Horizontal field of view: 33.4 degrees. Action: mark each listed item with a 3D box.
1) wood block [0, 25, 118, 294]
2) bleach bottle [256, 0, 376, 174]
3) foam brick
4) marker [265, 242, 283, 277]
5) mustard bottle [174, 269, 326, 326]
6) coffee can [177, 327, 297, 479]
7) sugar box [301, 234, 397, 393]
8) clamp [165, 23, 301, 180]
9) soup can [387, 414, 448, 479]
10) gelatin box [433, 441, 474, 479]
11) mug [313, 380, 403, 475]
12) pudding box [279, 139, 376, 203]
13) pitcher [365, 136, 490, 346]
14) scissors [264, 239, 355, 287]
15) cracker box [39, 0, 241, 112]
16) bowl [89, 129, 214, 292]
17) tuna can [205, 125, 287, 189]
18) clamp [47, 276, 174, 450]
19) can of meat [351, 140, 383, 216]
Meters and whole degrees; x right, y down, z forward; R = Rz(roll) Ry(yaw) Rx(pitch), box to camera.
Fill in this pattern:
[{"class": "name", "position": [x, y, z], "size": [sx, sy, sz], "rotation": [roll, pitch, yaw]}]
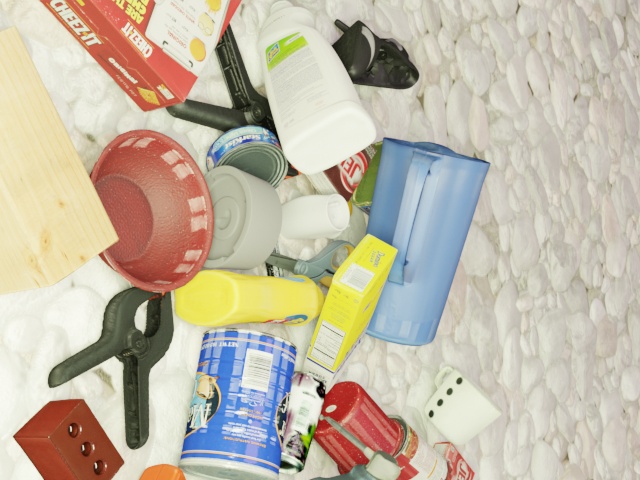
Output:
[{"class": "wood block", "position": [-0.273, -0.067, 0.923], "size": [0.090, 0.091, 0.206], "rotation": [-41, 114, -47]}, {"class": "bleach bottle", "position": [-0.015, -0.192, 1.208], "size": [0.068, 0.103, 0.251], "rotation": [45, 22, -45]}, {"class": "foam brick", "position": [-0.225, 0.188, 0.959], "size": [0.052, 0.051, 0.078], "rotation": [-50, 120, -44]}, {"class": "marker", "position": [-0.058, 0.001, 1.228], "size": [0.020, 0.020, 0.121], "rotation": [-9, 89, -51]}, {"class": "mustard bottle", "position": [-0.059, 0.064, 1.152], "size": [0.191, 0.096, 0.058], "rotation": [5, 80, -50]}, {"class": "coffee can", "position": [-0.083, 0.172, 1.095], "size": [0.102, 0.103, 0.140], "rotation": [30, 60, -44]}, {"class": "sugar box", "position": [0.030, 0.086, 1.215], "size": [0.093, 0.048, 0.176], "rotation": [-49, 161, -43]}, {"class": "clamp", "position": [-0.086, -0.151, 1.212], "size": [0.209, 0.036, 0.164], "rotation": [43, 47, -39]}, {"class": "soup can", "position": [0.107, 0.271, 1.334], "size": [0.102, 0.069, 0.068], "rotation": [45, 50, -36]}, {"class": "gelatin box", "position": [0.169, 0.326, 1.428], "size": [0.073, 0.030, 0.089], "rotation": [53, 46, -30]}, {"class": "mug", "position": [0.035, 0.212, 1.254], "size": [0.081, 0.093, 0.117], "rotation": [51, 17, -25]}, {"class": "pudding box", "position": [0.011, -0.111, 1.262], "size": [0.113, 0.039, 0.090], "rotation": [51, 52, -31]}, {"class": "pitcher", "position": [0.111, 0.001, 1.294], "size": [0.149, 0.145, 0.243], "rotation": [8, 100, -33]}, {"class": "scissors", "position": [-0.012, 0.018, 1.239], "size": [0.096, 0.016, 0.201], "rotation": [-60, 143, -13]}, {"class": "cracker box", "position": [-0.171, -0.266, 1.105], "size": [0.164, 0.072, 0.213], "rotation": [48, 50, -33]}, {"class": "bowl", "position": [-0.180, -0.026, 1.055], "size": [0.161, 0.055, 0.162], "rotation": [14, 72, -49]}, {"class": "tuna can", "position": [-0.081, -0.084, 1.164], "size": [0.086, 0.086, 0.034], "rotation": [29, 27, -44]}, {"class": "clamp", "position": [-0.182, 0.114, 1.037], "size": [0.120, 0.039, 0.171], "rotation": [57, 44, -28]}, {"class": "can of meat", "position": [0.092, -0.069, 1.397], "size": [0.083, 0.058, 0.102], "rotation": [36, 56, -38]}]
